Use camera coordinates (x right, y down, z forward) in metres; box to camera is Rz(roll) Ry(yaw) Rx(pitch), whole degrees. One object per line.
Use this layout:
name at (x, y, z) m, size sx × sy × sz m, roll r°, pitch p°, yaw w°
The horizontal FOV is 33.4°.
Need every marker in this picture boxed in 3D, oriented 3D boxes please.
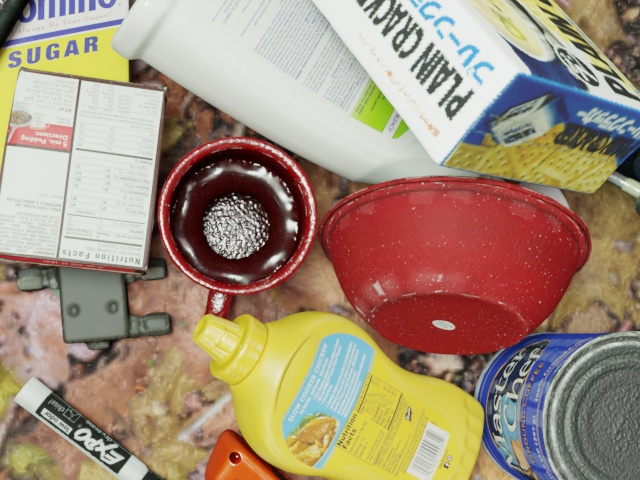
marker at (-0.137, 0.129, 0.666) m, size 0.121 × 0.020 × 0.020 m, roll 38°, pitch 82°, yaw -2°

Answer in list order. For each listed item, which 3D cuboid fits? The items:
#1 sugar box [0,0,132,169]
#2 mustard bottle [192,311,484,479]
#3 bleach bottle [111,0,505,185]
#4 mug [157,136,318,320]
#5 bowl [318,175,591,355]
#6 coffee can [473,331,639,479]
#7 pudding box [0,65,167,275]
sugar box at (-0.165, -0.089, 0.669) m, size 0.093 × 0.048 × 0.176 m, roll -1°, pitch 86°, yaw -8°
mustard bottle at (0.006, 0.097, 0.637) m, size 0.191 × 0.058 × 0.096 m, roll 33°, pitch 74°, yaw -23°
bleach bottle at (0.009, -0.083, 0.632) m, size 0.250 × 0.068 × 0.102 m, roll 35°, pitch 63°, yaw -14°
mug at (-0.054, 0.001, 0.656) m, size 0.093 × 0.081 × 0.117 m, roll 10°, pitch 84°, yaw -6°
bowl at (0.076, 0.025, 0.625) m, size 0.162 × 0.162 × 0.055 m, roll 10°, pitch 63°, yaw -6°
coffee can at (0.160, 0.106, 0.643) m, size 0.102 × 0.140 × 0.103 m, roll 1°, pitch 85°, yaw -7°
pudding box at (-0.140, -0.039, 0.625) m, size 0.090 × 0.039 × 0.113 m, roll 7°, pitch 85°, yaw -10°
